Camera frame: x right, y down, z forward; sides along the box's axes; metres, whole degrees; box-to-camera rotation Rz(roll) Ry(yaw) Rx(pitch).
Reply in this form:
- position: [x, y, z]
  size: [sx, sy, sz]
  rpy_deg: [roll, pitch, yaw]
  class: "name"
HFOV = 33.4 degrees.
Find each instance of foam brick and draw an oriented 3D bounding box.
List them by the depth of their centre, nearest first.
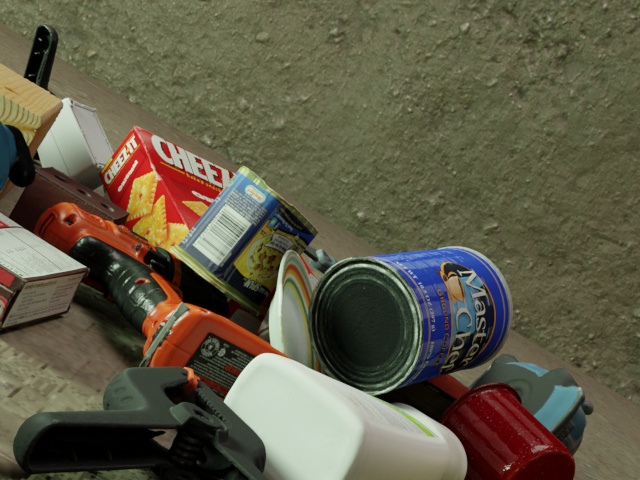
- position: [-0.202, -0.017, 0.858]
  size: [0.078, 0.051, 0.053]
  rpy_deg: [31, 5, -2]
  class: "foam brick"

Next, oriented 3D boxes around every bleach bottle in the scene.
- position: [0.041, 0.140, 0.712]
  size: [0.103, 0.068, 0.250]
  rpy_deg: [35, 4, 34]
  class: "bleach bottle"

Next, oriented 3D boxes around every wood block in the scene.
- position: [-0.291, -0.100, 0.928]
  size: [0.090, 0.090, 0.206]
  rpy_deg: [31, 5, -13]
  class: "wood block"

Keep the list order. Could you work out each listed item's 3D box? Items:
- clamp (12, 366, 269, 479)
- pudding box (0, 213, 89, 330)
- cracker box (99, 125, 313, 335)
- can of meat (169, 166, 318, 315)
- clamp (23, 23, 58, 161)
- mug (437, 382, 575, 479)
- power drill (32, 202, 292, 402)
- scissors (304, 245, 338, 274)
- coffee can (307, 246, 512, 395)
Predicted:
- position: [-0.075, 0.101, 0.535]
  size: [0.164, 0.036, 0.210]
  rpy_deg: [30, 3, -19]
  class: "clamp"
- position: [-0.202, 0.013, 0.648]
  size: [0.090, 0.039, 0.113]
  rpy_deg: [32, 7, 6]
  class: "pudding box"
- position: [-0.097, -0.002, 0.986]
  size: [0.164, 0.072, 0.214]
  rpy_deg: [26, 20, -39]
  class: "cracker box"
- position: [-0.055, 0.001, 0.820]
  size: [0.057, 0.084, 0.102]
  rpy_deg: [37, -3, 25]
  class: "can of meat"
- position: [-0.302, -0.146, 1.109]
  size: [0.039, 0.120, 0.171]
  rpy_deg: [47, -12, 20]
  class: "clamp"
- position: [0.149, 0.183, 0.856]
  size: [0.082, 0.093, 0.117]
  rpy_deg: [44, -23, 49]
  class: "mug"
- position: [-0.100, 0.054, 0.755]
  size: [0.184, 0.057, 0.188]
  rpy_deg: [31, 2, -43]
  class: "power drill"
- position: [0.013, 0.034, 0.901]
  size: [0.201, 0.016, 0.096]
  rpy_deg: [31, 23, -40]
  class: "scissors"
- position: [0.072, 0.059, 0.830]
  size: [0.103, 0.103, 0.140]
  rpy_deg: [34, 22, 31]
  class: "coffee can"
